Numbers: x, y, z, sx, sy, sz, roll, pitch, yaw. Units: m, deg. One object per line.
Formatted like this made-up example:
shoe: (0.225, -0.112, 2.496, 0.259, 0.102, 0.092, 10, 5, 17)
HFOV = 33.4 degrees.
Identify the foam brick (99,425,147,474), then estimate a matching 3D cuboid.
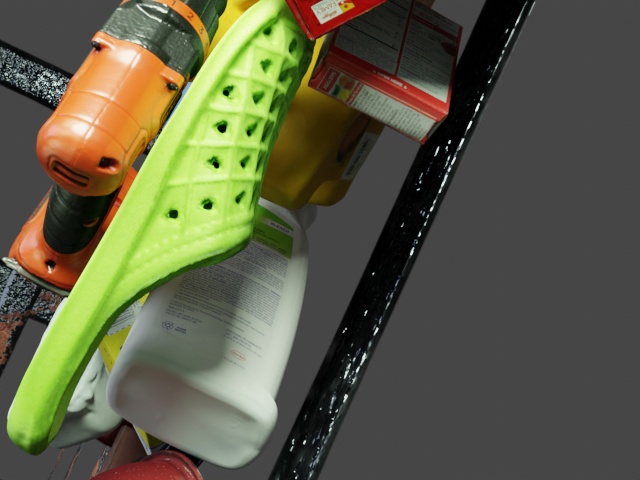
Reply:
foam brick: (-0.158, 0.201, 0.891, 0.078, 0.051, 0.053, -68, 11, -19)

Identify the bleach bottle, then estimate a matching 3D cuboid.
bleach bottle: (-0.048, 0.024, 0.697, 0.068, 0.102, 0.250, -60, 5, 39)

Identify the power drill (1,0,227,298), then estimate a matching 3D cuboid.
power drill: (-0.114, -0.064, 0.605, 0.188, 0.057, 0.184, -56, 7, 52)

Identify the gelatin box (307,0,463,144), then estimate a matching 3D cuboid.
gelatin box: (0.038, -0.104, 0.598, 0.030, 0.073, 0.089, -54, 15, 44)

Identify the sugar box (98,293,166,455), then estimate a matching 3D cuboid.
sugar box: (-0.125, 0.095, 0.757, 0.048, 0.093, 0.176, -25, -19, -17)
